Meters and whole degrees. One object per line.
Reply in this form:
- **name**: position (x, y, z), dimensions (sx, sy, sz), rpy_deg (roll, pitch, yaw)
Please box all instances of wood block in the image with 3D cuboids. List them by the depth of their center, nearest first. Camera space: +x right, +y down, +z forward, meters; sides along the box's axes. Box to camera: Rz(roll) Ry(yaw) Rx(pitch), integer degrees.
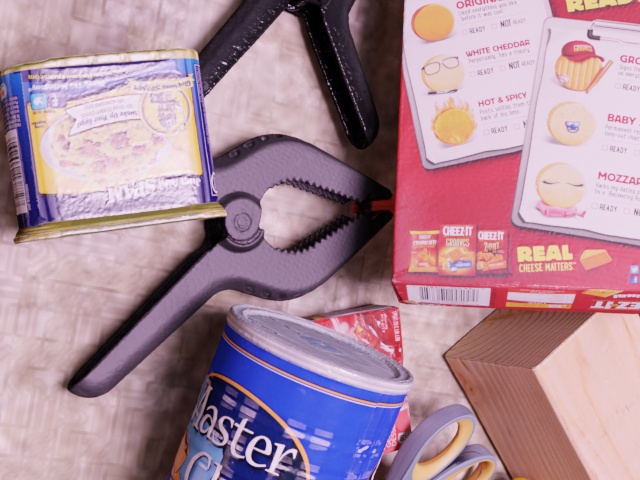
- **wood block**: position (0.181, 0.135, 0.694), dimensions (0.090, 0.091, 0.206), rpy_deg (-37, 107, -24)

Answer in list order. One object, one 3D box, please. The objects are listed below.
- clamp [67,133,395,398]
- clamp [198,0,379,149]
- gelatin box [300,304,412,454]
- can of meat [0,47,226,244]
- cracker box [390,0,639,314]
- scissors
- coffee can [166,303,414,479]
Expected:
- **clamp**: position (-0.054, 0.001, 0.595), dimensions (0.209, 0.036, 0.164), rpy_deg (0, 91, -25)
- **clamp**: position (-0.004, -0.137, 0.619), dimensions (0.120, 0.039, 0.171), rpy_deg (22, 80, -28)
- **gelatin box**: position (0.015, 0.087, 0.636), dimensions (0.073, 0.030, 0.089), rpy_deg (-7, 94, -28)
- **can of meat**: position (-0.103, -0.046, 0.523), dimensions (0.102, 0.058, 0.084), rpy_deg (-8, 92, -21)
- **cracker box**: position (0.127, -0.067, 0.608), dimensions (0.164, 0.072, 0.213), rpy_deg (1, 73, 9)
- **scissors**: position (0.026, 0.161, 0.634), dimensions (0.201, 0.016, 0.096), rpy_deg (-21, 129, -27)
- **coffee can**: position (-0.024, 0.117, 0.558), dimensions (0.102, 0.103, 0.140), rpy_deg (19, 95, -27)
